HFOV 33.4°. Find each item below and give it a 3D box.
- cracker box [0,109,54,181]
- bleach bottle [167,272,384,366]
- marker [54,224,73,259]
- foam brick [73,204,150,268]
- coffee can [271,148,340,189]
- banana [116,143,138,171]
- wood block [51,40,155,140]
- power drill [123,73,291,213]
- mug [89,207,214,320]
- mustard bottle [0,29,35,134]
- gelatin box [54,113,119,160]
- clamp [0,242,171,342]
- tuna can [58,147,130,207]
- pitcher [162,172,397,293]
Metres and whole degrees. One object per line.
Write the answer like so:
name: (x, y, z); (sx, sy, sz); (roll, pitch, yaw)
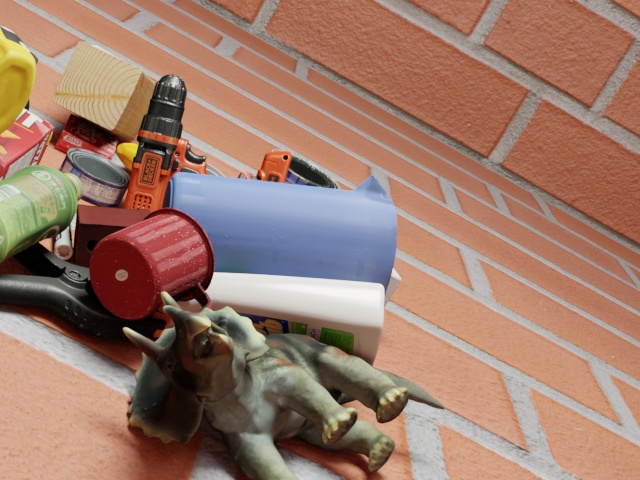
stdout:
cracker box: (-0.395, -0.117, 1.151); (0.164, 0.072, 0.213); (29, 15, -8)
bleach bottle: (-0.065, 0.075, 1.082); (0.251, 0.103, 0.068); (6, 54, -2)
marker: (-0.277, -0.014, 1.147); (0.020, 0.020, 0.121); (24, 17, -23)
foam brick: (-0.218, -0.002, 1.121); (0.078, 0.053, 0.051); (4, 24, -17)
coffee can: (-0.052, -0.033, 1.388); (0.102, 0.140, 0.103); (28, 16, -9)
banana: (-0.244, -0.127, 1.488); (0.069, 0.037, 0.197); (59, 14, -17)
wood block: (-0.289, -0.200, 1.460); (0.091, 0.090, 0.206); (26, 1, -3)
power drill: (-0.133, -0.094, 1.294); (0.187, 0.184, 0.057); (14, 5, -2)
mug: (-0.150, 0.033, 0.983); (0.117, 0.093, 0.081); (46, 32, 10)
mustard bottle: (-0.368, -0.192, 1.116); (0.058, 0.096, 0.192); (14, 22, -47)
gelatin box: (-0.310, -0.132, 1.425); (0.073, 0.030, 0.089); (26, 16, -14)
clamp: (-0.243, 0.040, 1.010); (0.209, 0.036, 0.164); (22, 20, -20)
tuna can: (-0.278, -0.077, 1.310); (0.086, 0.034, 0.086); (28, 16, -9)
pitcher: (-0.049, 0.008, 1.142); (0.242, 0.145, 0.149); (8, 51, -14)
